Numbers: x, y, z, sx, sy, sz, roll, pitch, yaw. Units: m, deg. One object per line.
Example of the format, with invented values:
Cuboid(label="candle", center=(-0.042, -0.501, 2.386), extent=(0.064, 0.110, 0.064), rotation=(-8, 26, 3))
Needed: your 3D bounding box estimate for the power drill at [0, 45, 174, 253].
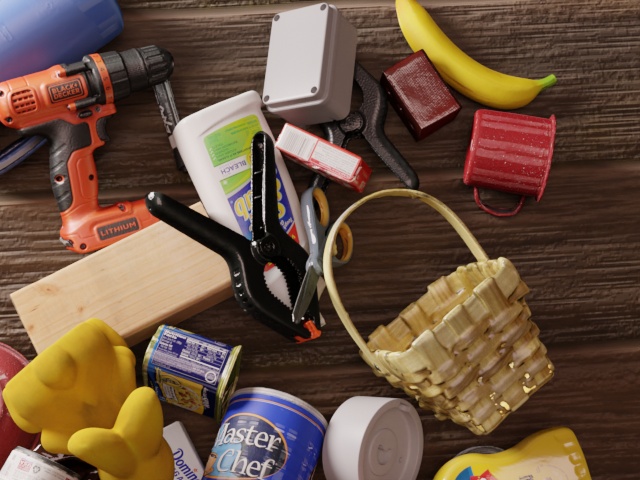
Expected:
Cuboid(label="power drill", center=(-0.217, -0.093, 1.080), extent=(0.184, 0.057, 0.187), rotation=(-19, 103, -18))

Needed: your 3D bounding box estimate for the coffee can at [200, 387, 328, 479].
Cuboid(label="coffee can", center=(-0.060, 0.226, 1.018), extent=(0.103, 0.103, 0.140), rotation=(19, 57, 1))

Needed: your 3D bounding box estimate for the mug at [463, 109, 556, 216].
Cuboid(label="mug", center=(0.195, -0.081, 1.121), extent=(0.081, 0.093, 0.117), rotation=(10, 116, 4))

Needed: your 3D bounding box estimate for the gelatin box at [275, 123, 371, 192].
Cuboid(label="gelatin box", center=(0.004, -0.082, 1.082), extent=(0.089, 0.073, 0.030), rotation=(26, 89, 11))

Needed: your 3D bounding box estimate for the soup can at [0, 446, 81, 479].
Cuboid(label="soup can", center=(-0.263, 0.242, 0.940), extent=(0.068, 0.068, 0.102), rotation=(24, 70, 2))

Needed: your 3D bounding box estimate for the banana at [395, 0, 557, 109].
Cuboid(label="banana", center=(0.156, -0.195, 1.161), extent=(0.198, 0.037, 0.069), rotation=(31, 61, 2))

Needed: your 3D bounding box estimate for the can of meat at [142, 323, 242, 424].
Cuboid(label="can of meat", center=(-0.127, 0.131, 1.056), extent=(0.084, 0.102, 0.057), rotation=(18, 59, 4))

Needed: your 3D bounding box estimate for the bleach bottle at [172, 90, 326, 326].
Cuboid(label="bleach bottle", center=(-0.057, -0.022, 1.106), extent=(0.102, 0.068, 0.251), rotation=(-26, 86, -21))

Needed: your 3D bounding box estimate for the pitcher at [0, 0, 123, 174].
Cuboid(label="pitcher", center=(-0.322, -0.189, 1.099), extent=(0.242, 0.149, 0.145), rotation=(-36, 51, -11))

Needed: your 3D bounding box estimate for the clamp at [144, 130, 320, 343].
Cuboid(label="clamp", center=(-0.057, 0.001, 1.041), extent=(0.164, 0.036, 0.210), rotation=(-43, 102, -38))

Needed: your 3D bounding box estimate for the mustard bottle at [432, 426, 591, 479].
Cuboid(label="mustard bottle", center=(0.165, 0.251, 1.032), extent=(0.191, 0.058, 0.096), rotation=(-16, 86, -5))

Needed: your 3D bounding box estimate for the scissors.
Cuboid(label="scissors", center=(-0.010, 0.006, 1.042), extent=(0.016, 0.201, 0.096), rotation=(-22, 98, 23))

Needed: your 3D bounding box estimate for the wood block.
Cuboid(label="wood block", center=(-0.190, 0.053, 1.073), extent=(0.206, 0.091, 0.090), rotation=(-27, 82, -7))

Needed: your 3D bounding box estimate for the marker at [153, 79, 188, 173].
Cuboid(label="marker", center=(-0.159, -0.129, 1.143), extent=(0.020, 0.020, 0.121), rotation=(-17, 81, -5))

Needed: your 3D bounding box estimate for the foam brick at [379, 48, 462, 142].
Cuboid(label="foam brick", center=(0.106, -0.154, 1.141), extent=(0.051, 0.053, 0.078), rotation=(-32, 82, -8))

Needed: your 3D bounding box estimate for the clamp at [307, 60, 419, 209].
Cuboid(label="clamp", center=(0.027, -0.114, 1.139), extent=(0.120, 0.039, 0.171), rotation=(-16, 75, 0))
